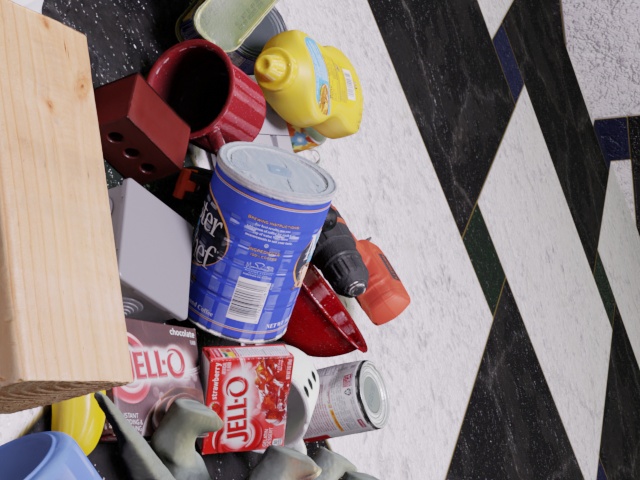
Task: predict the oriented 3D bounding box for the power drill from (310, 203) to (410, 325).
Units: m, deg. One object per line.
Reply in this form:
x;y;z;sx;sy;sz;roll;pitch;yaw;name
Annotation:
0.030;0.019;1.139;0.187;0.057;0.184;48;10;-51;power drill

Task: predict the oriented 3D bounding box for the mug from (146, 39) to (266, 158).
-0.096;-0.116;0.972;0.117;0.093;0.081;64;15;21;mug

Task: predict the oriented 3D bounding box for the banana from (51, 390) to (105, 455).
-0.187;0.070;0.742;0.069;0.037;0.198;-14;89;-66;banana

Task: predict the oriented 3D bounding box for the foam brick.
-0.153;-0.091;0.889;0.078;0.053;0.051;47;37;-44;foam brick

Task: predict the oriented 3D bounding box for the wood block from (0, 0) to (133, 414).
-0.175;-0.015;0.577;0.090;0.091;0.206;16;61;-62;wood block

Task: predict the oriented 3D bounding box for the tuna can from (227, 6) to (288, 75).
-0.077;-0.214;1.102;0.086;0.034;0.086;17;58;-30;tuna can

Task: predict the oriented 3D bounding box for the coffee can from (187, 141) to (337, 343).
-0.056;0.001;0.901;0.102;0.103;0.140;-38;151;-63;coffee can

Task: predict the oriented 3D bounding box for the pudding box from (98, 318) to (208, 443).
-0.137;0.109;0.823;0.113;0.039;0.090;20;58;-60;pudding box

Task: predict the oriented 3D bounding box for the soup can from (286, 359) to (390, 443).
0.007;0.156;1.023;0.068;0.102;0.068;42;40;-49;soup can

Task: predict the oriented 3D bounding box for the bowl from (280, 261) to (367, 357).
-0.024;0.058;1.027;0.162;0.055;0.162;52;5;-6;bowl

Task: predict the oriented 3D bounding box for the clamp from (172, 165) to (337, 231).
-0.078;-0.046;1.003;0.171;0.120;0.039;14;92;-44;clamp

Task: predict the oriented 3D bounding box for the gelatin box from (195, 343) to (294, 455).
-0.064;0.132;0.886;0.030;0.073;0.089;-137;-129;-61;gelatin box

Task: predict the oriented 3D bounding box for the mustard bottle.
-0.016;-0.159;1.068;0.191;0.058;0.096;4;75;-68;mustard bottle

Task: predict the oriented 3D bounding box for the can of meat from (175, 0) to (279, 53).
-0.085;-0.221;1.011;0.057;0.102;0.084;41;-7;-16;can of meat
